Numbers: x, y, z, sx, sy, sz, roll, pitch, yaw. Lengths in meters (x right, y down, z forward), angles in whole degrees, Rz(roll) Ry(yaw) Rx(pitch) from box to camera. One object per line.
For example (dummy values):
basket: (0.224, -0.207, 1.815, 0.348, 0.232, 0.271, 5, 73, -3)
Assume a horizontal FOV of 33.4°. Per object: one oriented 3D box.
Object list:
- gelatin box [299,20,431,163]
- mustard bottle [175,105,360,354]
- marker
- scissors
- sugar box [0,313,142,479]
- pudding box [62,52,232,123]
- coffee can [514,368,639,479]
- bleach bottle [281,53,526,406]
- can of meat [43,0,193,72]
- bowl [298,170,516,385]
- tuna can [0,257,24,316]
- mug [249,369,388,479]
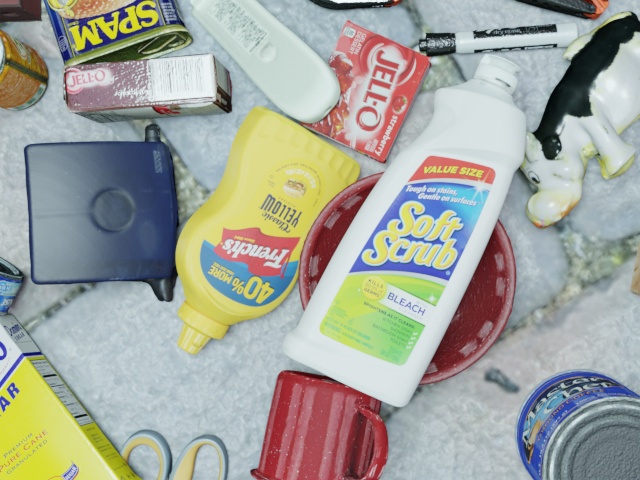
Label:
gelatin box: (0.036, -0.114, 0.826, 0.073, 0.030, 0.089, 26, 92, 6)
mustard bottle: (-0.055, 0.001, 0.814, 0.096, 0.058, 0.191, 29, 93, -28)
marker: (0.137, -0.155, 0.826, 0.121, 0.020, 0.020, -3, 90, 3)
scissors: (-0.142, 0.239, 0.848, 0.096, 0.016, 0.202, 28, 92, 5)
sugar box: (-0.230, 0.152, 0.831, 0.093, 0.048, 0.176, -41, 84, 3)
pudding box: (-0.128, -0.114, 0.808, 0.113, 0.090, 0.039, -3, 92, 3)
coffee can: (0.199, 0.152, 0.764, 0.103, 0.140, 0.103, 0, 90, 3)
bleach bottle: (0.069, -0.015, 0.755, 0.102, 0.068, 0.251, 24, 90, 3)
can of meat: (-0.161, -0.181, 0.827, 0.102, 0.057, 0.084, -19, 86, 3)
bowl: (0.065, 0.027, 0.814, 0.162, 0.055, 0.162, 0, 90, 3)
tuna can: (-0.273, 0.024, 0.819, 0.086, 0.086, 0.034, 27, 90, 3)
mug: (0.007, 0.145, 0.793, 0.093, 0.117, 0.081, 14, 85, -36)
